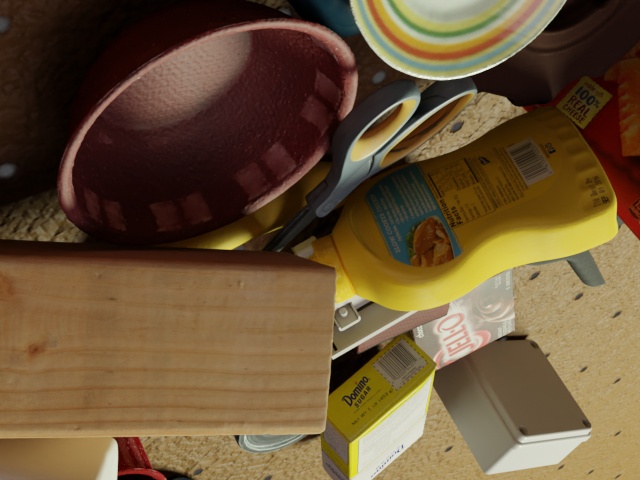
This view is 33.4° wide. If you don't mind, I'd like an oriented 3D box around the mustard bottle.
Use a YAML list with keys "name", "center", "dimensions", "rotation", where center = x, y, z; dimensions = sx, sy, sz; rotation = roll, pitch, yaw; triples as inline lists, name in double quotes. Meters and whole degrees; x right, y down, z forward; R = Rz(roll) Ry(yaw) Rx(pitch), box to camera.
- name: "mustard bottle"
  center: [0.071, -0.009, 0.639]
  dimensions: [0.191, 0.096, 0.058]
  rotation: [-22, 141, 1]

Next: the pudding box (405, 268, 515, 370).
- name: "pudding box"
  center: [0.108, 0.055, 0.855]
  dimensions: [0.090, 0.039, 0.113]
  rotation: [-27, 146, -6]

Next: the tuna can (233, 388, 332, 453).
- name: "tuna can"
  center: [-0.033, 0.130, 0.843]
  dimensions: [0.086, 0.034, 0.086]
  rotation: [-21, 145, -16]

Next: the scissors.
- name: "scissors"
  center: [0.000, -0.030, 0.595]
  dimensions: [0.202, 0.016, 0.096]
  rotation: [-38, 163, 18]

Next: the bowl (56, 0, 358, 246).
- name: "bowl"
  center: [-0.064, -0.068, 0.537]
  dimensions: [0.162, 0.055, 0.162]
  rotation: [-24, 154, -13]

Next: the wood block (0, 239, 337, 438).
- name: "wood block"
  center: [-0.105, 0.049, 0.560]
  dimensions: [0.205, 0.091, 0.090]
  rotation: [3, 95, -19]

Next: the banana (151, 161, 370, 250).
- name: "banana"
  center: [-0.061, -0.003, 0.652]
  dimensions: [0.198, 0.037, 0.069]
  rotation: [-31, 158, -1]

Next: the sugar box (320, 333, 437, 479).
- name: "sugar box"
  center: [0.045, 0.148, 0.882]
  dimensions: [0.093, 0.048, 0.176]
  rotation: [-38, 161, -17]
